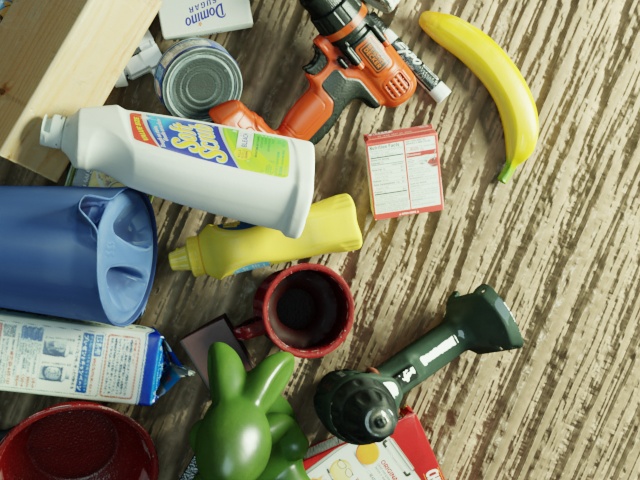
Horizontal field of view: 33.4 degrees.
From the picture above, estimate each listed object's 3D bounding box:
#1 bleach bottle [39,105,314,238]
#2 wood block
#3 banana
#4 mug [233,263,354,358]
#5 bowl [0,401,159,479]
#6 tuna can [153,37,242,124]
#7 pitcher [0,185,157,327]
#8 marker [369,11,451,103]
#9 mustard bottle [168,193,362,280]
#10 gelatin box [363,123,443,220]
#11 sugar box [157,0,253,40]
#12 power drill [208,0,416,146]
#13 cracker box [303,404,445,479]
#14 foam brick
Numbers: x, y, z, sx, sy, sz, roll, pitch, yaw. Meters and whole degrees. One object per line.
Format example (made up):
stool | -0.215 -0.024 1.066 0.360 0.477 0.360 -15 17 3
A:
bleach bottle | -0.134 -0.073 0.991 0.250 0.102 0.068 11 128 -8
wood block | -0.256 -0.175 1.029 0.091 0.090 0.206 31 90 28
banana | 0.174 -0.160 1.100 0.069 0.037 0.198 -27 92 -2
mug | -0.032 0.073 1.070 0.117 0.082 0.093 -24 95 -14
bowl | -0.241 0.214 1.046 0.162 0.055 0.162 -6 116 -12
tuna can | -0.123 -0.159 1.076 0.086 0.034 0.086 -9 119 -18
pitcher | -0.287 0.013 1.039 0.243 0.144 0.149 4 102 15
marker | 0.087 -0.192 1.107 0.020 0.020 0.121 -44 92 0
mustard bottle | -0.057 0.001 1.070 0.191 0.096 0.058 -13 95 -1
gelatin box | 0.085 -0.070 1.090 0.073 0.030 0.089 -9 116 -1
sugar box | -0.127 -0.295 1.070 0.093 0.048 0.176 -9 97 0
power drill | -0.019 -0.161 1.060 0.187 0.057 0.184 -42 116 4
cracker box | 0.028 0.286 1.092 0.213 0.072 0.164 -23 92 -1
foam brick | -0.101 0.120 1.094 0.051 0.053 0.078 -30 93 0
